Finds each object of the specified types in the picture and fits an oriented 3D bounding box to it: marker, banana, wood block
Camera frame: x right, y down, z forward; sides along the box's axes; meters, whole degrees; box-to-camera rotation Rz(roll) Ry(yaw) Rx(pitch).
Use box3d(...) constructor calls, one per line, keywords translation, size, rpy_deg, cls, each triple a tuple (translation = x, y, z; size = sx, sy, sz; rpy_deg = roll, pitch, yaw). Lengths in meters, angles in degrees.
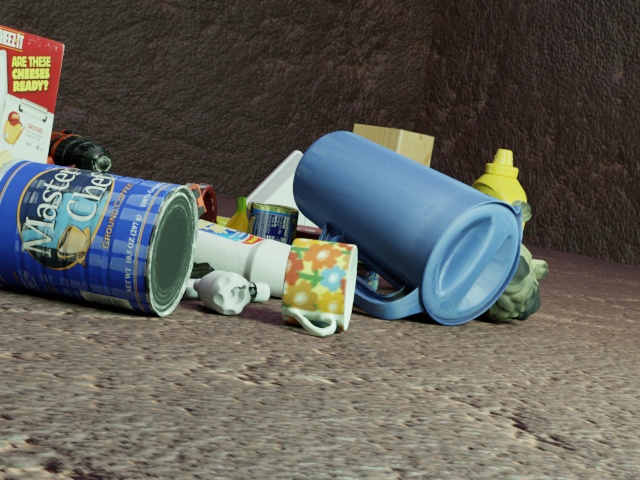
box3d(translation=(-0.097, 0.044, 0.955), size=(0.120, 0.020, 0.020), rpy_deg=(6, 5, -41), cls="marker")
box3d(translation=(-0.116, -0.002, 1.262), size=(0.037, 0.069, 0.197), rpy_deg=(-13, 10, 10), cls="banana")
box3d(translation=(0.091, -0.060, 1.564), size=(0.091, 0.206, 0.090), rpy_deg=(12, 5, 38), cls="wood block")

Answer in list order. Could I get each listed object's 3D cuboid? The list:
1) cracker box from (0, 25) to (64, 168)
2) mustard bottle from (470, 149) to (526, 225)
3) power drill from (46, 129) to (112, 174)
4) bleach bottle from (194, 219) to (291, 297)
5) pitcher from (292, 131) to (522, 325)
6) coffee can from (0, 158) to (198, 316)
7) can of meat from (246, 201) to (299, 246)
box3d(translation=(-0.324, -0.092, 0.979), size=(0.072, 0.214, 0.164), rpy_deg=(10, 4, 20), cls="cracker box")
box3d(translation=(0.217, -0.020, 1.349), size=(0.058, 0.191, 0.096), rpy_deg=(7, 4, -27), cls="mustard bottle")
box3d(translation=(-0.348, -0.070, 1.222), size=(0.187, 0.057, 0.185), rpy_deg=(-28, 24, -31), cls="power drill")
box3d(translation=(-0.101, 0.014, 1.091), size=(0.251, 0.068, 0.102), rpy_deg=(13, 6, 26), cls="bleach bottle")
box3d(translation=(0.071, -0.019, 1.095), size=(0.149, 0.145, 0.243), rpy_deg=(9, 18, -43), cls="pitcher")
box3d(translation=(-0.179, -0.003, 0.832), size=(0.140, 0.103, 0.102), rpy_deg=(10, 4, 12), cls="coffee can")
box3d(translation=(-0.058, 0.001, 1.207), size=(0.057, 0.084, 0.102), rpy_deg=(8, 3, -7), cls="can of meat")
